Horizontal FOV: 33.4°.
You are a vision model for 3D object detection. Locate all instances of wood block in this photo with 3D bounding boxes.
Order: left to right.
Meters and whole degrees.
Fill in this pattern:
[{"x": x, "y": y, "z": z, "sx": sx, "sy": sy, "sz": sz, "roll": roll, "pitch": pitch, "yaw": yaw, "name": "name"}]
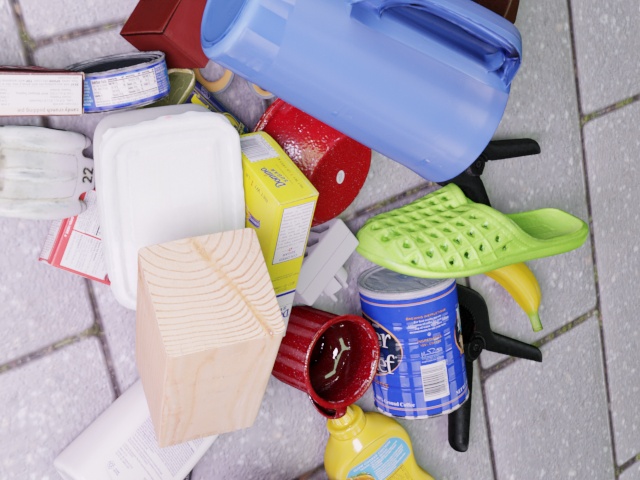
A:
[{"x": -0.094, "y": 0.083, "z": 0.851, "sx": 0.090, "sy": 0.206, "sz": 0.091, "roll": -11, "pitch": 64, "yaw": -16, "name": "wood block"}]

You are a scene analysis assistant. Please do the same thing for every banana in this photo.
[{"x": 0.193, "y": 0.033, "z": 1.206, "sx": 0.197, "sy": 0.037, "sz": 0.069, "roll": 31, "pitch": 42, "yaw": -31, "name": "banana"}]

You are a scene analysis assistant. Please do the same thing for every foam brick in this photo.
[{"x": -0.122, "y": -0.181, "z": 0.904, "sx": 0.051, "sy": 0.078, "sz": 0.053, "roll": 37, "pitch": 76, "yaw": -35, "name": "foam brick"}]

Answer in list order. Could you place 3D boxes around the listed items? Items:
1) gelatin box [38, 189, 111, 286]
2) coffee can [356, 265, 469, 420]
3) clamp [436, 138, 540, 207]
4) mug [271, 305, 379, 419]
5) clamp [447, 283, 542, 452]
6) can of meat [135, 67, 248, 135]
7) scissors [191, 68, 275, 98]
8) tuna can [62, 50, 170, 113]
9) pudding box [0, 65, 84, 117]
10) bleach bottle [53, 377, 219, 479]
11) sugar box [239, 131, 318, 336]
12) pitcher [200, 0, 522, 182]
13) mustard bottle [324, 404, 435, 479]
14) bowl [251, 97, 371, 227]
[{"x": -0.188, "y": -0.002, "z": 0.919, "sx": 0.089, "sy": 0.030, "sz": 0.073, "roll": 24, "pitch": 83, "yaw": -39, "name": "gelatin box"}, {"x": 0.097, "y": 0.101, "z": 1.114, "sx": 0.102, "sy": 0.103, "sz": 0.140, "roll": -21, "pitch": 111, "yaw": -33, "name": "coffee can"}, {"x": 0.172, "y": -0.093, "z": 1.174, "sx": 0.171, "sy": 0.039, "sz": 0.120, "roll": 39, "pitch": 77, "yaw": -37, "name": "clamp"}, {"x": 0.000, "y": 0.121, "z": 1.055, "sx": 0.093, "sy": 0.082, "sz": 0.117, "roll": -25, "pitch": 113, "yaw": -32, "name": "mug"}, {"x": 0.162, "y": 0.129, "z": 1.211, "sx": 0.164, "sy": 0.036, "sz": 0.210, "roll": -51, "pitch": 123, "yaw": -20, "name": "clamp"}, {"x": -0.121, "y": -0.086, "z": 0.938, "sx": 0.083, "sy": 0.058, "sz": 0.102, "roll": 42, "pitch": 73, "yaw": -38, "name": "can of meat"}, {"x": -0.089, "y": -0.217, "z": 0.944, "sx": 0.016, "sy": 0.096, "sz": 0.202, "roll": -38, "pitch": 109, "yaw": -77, "name": "scissors"}, {"x": -0.167, "y": -0.130, "z": 0.875, "sx": 0.086, "sy": 0.086, "sz": 0.034, "roll": -22, "pitch": 113, "yaw": -33, "name": "tuna can"}, {"x": -0.248, "y": -0.114, "z": 0.811, "sx": 0.113, "sy": 0.090, "sz": 0.039, "roll": -8, "pitch": 104, "yaw": -36, "name": "pudding box"}, {"x": -0.120, "y": 0.151, "z": 0.982, "sx": 0.250, "sy": 0.068, "sz": 0.102, "roll": -44, "pitch": 121, "yaw": -26, "name": "bleach bottle"}, {"x": -0.056, "y": 0.001, "z": 0.933, "sx": 0.048, "sy": 0.093, "sz": 0.176, "roll": -14, "pitch": 138, "yaw": -31, "name": "sugar box"}, {"x": 0.035, "y": -0.156, "z": 0.874, "sx": 0.242, "sy": 0.145, "sz": 0.149, "roll": 22, "pitch": 103, "yaw": -27, "name": "pitcher"}, {"x": 0.057, "y": 0.240, "z": 1.137, "sx": 0.096, "sy": 0.058, "sz": 0.191, "roll": -36, "pitch": 120, "yaw": -10, "name": "mustard bottle"}, {"x": -0.002, "y": -0.070, "z": 0.996, "sx": 0.161, "sy": 0.055, "sz": 0.162, "roll": -35, "pitch": 142, "yaw": -33, "name": "bowl"}]
